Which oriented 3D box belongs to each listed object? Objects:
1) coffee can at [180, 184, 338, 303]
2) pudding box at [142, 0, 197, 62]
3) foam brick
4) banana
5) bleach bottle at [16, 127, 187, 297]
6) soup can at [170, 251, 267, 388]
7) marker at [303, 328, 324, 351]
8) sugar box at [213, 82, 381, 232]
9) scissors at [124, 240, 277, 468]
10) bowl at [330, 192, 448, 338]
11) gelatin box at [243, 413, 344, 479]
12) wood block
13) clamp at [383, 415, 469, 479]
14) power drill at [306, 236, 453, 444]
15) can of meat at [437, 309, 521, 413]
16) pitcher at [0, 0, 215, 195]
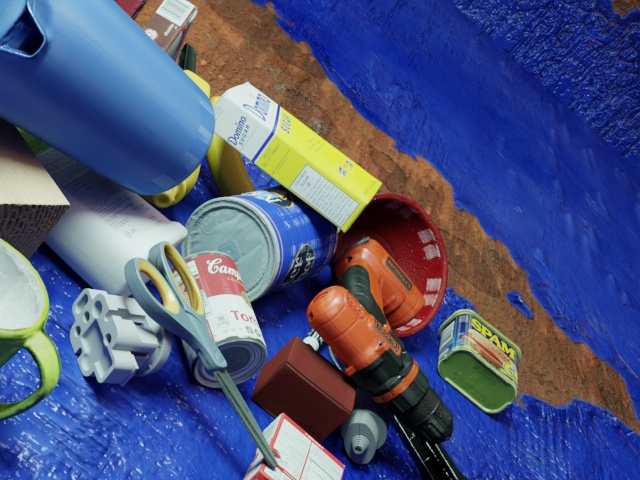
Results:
[{"bbox_3d":[-0.057,0.001,1.047,0.103,0.103,0.140,48,24,11],"label":"coffee can"},{"bbox_3d":[-0.181,-0.204,1.163,0.039,0.090,0.113,30,46,-4],"label":"pudding box"},{"bbox_3d":[-0.014,0.135,0.957,0.078,0.053,0.051,40,24,-11],"label":"foam brick"},{"bbox_3d":[-0.076,-0.059,1.148,0.198,0.069,0.037,53,0,-5],"label":"banana"},{"bbox_3d":[-0.237,-0.058,0.917,0.251,0.068,0.102,42,24,2],"label":"bleach bottle"},{"bbox_3d":[-0.092,0.068,0.927,0.068,0.069,0.102,21,33,-41],"label":"soup can"},{"bbox_3d":[-0.004,0.098,1.073,0.020,0.020,0.121,43,24,0],"label":"marker"},{"bbox_3d":[-0.026,-0.086,1.061,0.176,0.048,0.093,39,19,-1],"label":"sugar box"},{"bbox_3d":[-0.096,0.087,0.828,0.096,0.016,0.202,15,46,-63],"label":"scissors"},{"bbox_3d":[0.066,0.030,1.194,0.161,0.055,0.162,5,81,-35],"label":"bowl"},{"bbox_3d":[-0.022,0.195,0.875,0.073,0.030,0.089,41,24,-8],"label":"gelatin box"},{"bbox_3d":[-0.296,-0.073,0.815,0.206,0.090,0.090,52,25,19],"label":"wood block"},{"bbox_3d":[0.132,0.246,1.018,0.210,0.036,0.164,40,25,-13],"label":"clamp"},{"bbox_3d":[0.065,0.090,1.033,0.184,0.057,0.187,50,17,-15],"label":"power drill"},{"bbox_3d":[0.185,0.142,1.250,0.102,0.058,0.084,39,27,-9],"label":"can of meat"},{"bbox_3d":[-0.196,-0.136,0.832,0.242,0.145,0.149,39,44,-52],"label":"pitcher"}]
